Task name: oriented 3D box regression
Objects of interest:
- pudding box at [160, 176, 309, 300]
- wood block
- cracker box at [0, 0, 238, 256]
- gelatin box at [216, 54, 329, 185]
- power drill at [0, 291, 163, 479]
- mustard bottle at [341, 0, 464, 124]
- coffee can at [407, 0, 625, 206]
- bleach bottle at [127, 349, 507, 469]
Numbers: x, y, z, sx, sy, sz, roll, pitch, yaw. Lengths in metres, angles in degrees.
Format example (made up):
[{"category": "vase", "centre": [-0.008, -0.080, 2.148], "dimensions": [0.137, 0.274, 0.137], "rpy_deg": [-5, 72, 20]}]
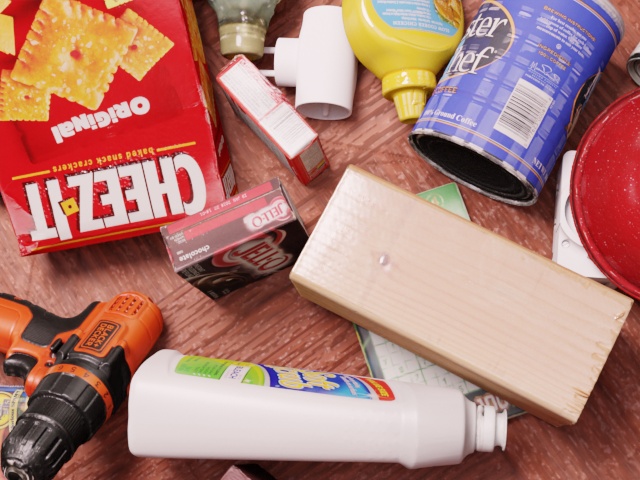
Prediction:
[{"category": "pudding box", "centre": [-0.055, 0.001, 0.762], "dimensions": [0.090, 0.113, 0.039], "rpy_deg": [-23, 77, 2]}, {"category": "wood block", "centre": [0.094, 0.039, 0.732], "dimensions": [0.206, 0.090, 0.091], "rpy_deg": [27, 82, 10]}, {"category": "cracker box", "centre": [-0.163, -0.108, 0.774], "dimensions": [0.164, 0.072, 0.214], "rpy_deg": [-10, 107, 6]}, {"category": "gelatin box", "centre": [-0.035, -0.090, 0.799], "dimensions": [0.030, 0.073, 0.089], "rpy_deg": [-41, 76, -3]}, {"category": "power drill", "centre": [-0.226, 0.086, 0.752], "dimensions": [0.188, 0.184, 0.057], "rpy_deg": [14, 124, 12]}, {"category": "mustard bottle", "centre": [0.062, -0.182, 0.804], "dimensions": [0.096, 0.058, 0.191], "rpy_deg": [3, 77, -29]}, {"category": "coffee can", "centre": [0.140, -0.110, 0.765], "dimensions": [0.103, 0.103, 0.140], "rpy_deg": [27, 83, 12]}, {"category": "bleach bottle", "centre": [0.001, 0.120, 0.739], "dimensions": [0.251, 0.102, 0.068], "rpy_deg": [3, 95, 6]}]
